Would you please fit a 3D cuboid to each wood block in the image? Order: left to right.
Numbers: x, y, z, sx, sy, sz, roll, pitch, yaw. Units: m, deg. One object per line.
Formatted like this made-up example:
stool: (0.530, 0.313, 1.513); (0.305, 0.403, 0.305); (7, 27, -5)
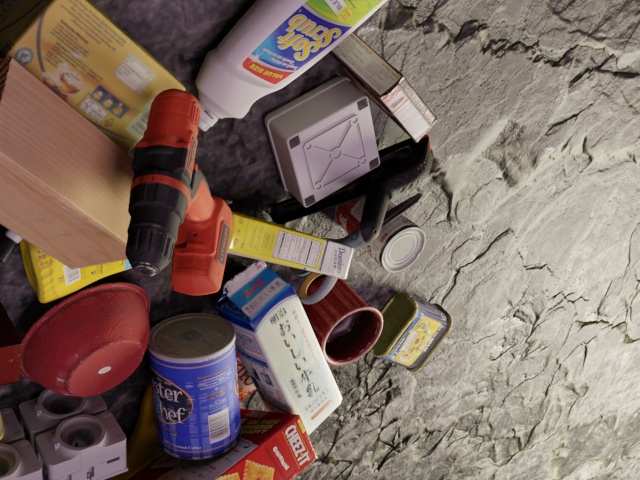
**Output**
wood block: (-0.247, -0.061, 0.947); (0.090, 0.091, 0.205); (-10, 150, 25)

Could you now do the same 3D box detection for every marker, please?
marker: (-0.282, -0.027, 1.036); (0.121, 0.020, 0.020); (-58, 141, -14)

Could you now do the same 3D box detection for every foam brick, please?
foam brick: (-0.342, 0.105, 1.085); (0.052, 0.078, 0.051); (-7, 129, -34)

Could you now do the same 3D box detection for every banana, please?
banana: (-0.235, 0.259, 1.329); (0.069, 0.037, 0.198); (24, 107, -49)

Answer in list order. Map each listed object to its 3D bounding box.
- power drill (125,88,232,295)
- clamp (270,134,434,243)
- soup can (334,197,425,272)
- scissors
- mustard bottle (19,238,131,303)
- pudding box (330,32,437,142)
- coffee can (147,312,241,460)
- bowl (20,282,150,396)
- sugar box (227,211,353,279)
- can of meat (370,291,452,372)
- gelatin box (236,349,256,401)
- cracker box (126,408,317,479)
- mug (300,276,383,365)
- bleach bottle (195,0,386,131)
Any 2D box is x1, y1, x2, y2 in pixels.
power drill: (-0.132, -0.021, 1.005); (0.057, 0.184, 0.187); (4, 152, 8)
clamp: (0.065, -0.062, 1.231); (0.209, 0.165, 0.036); (-33, 121, -26)
soup can: (0.072, -0.016, 1.295); (0.068, 0.102, 0.068); (-22, 135, -24)
scissors: (0.037, 0.015, 1.248); (0.202, 0.096, 0.016); (-22, 137, 39)
mustard bottle: (-0.212, -0.006, 1.109); (0.191, 0.058, 0.096); (-22, 145, -23)
pudding box: (0.068, -0.168, 1.156); (0.039, 0.114, 0.090); (-46, 138, 3)
coffee can: (-0.147, 0.170, 1.254); (0.102, 0.103, 0.140); (-17, 120, -28)
bowl: (-0.246, 0.120, 1.164); (0.162, 0.055, 0.162); (-28, 151, -18)
sugar box: (-0.058, 0.001, 1.200); (0.175, 0.093, 0.048); (12, 92, -40)
can of meat: (0.121, 0.126, 1.489); (0.083, 0.057, 0.102); (24, 106, -45)
gelatin box: (-0.112, 0.167, 1.356); (0.073, 0.030, 0.089); (-39, 139, -6)
cracker box: (-0.134, 0.290, 1.293); (0.213, 0.164, 0.072); (-32, 106, -35)
mug: (0.028, 0.101, 1.373); (0.117, 0.082, 0.093); (12, 115, -43)
bleach bottle: (-0.035, -0.205, 1.084); (0.251, 0.068, 0.102); (-45, 139, 5)
